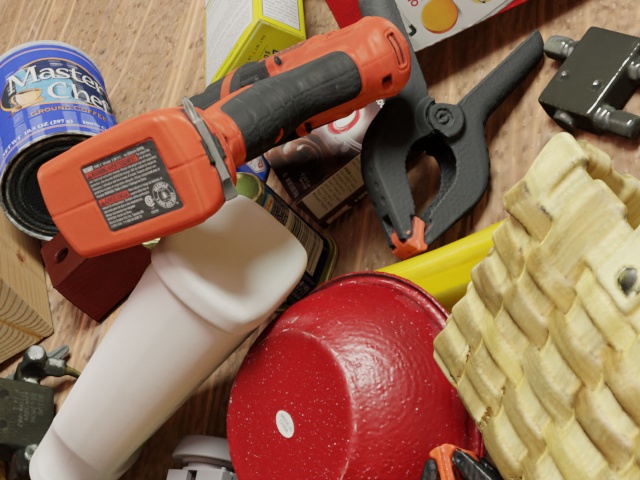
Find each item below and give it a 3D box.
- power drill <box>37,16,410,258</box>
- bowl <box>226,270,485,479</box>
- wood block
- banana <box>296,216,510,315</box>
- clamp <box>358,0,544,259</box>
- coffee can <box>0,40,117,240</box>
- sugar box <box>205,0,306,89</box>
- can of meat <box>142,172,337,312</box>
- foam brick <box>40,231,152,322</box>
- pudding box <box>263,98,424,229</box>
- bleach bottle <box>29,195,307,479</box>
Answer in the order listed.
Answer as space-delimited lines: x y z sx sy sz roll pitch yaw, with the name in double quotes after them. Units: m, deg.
-0.061 -0.057 0.579 0.185 0.057 0.187 -19 14 38 "power drill"
0.003 0.092 0.540 0.162 0.055 0.162 -11 75 44 "bowl"
-0.285 -0.002 0.853 0.090 0.090 0.206 -29 44 4 "wood block"
0.068 0.017 0.579 0.198 0.069 0.037 -27 58 40 "banana"
0.059 -0.076 0.635 0.039 0.120 0.171 119 173 -68 "clamp"
-0.212 -0.082 0.854 0.103 0.102 0.140 -38 43 10 "coffee can"
-0.053 -0.187 0.827 0.093 0.048 0.176 -49 31 41 "sugar box"
-0.054 0.001 0.677 0.102 0.083 0.057 0 59 38 "can of meat"
-0.156 0.009 0.778 0.078 0.051 0.053 -42 42 6 "foam brick"
0.008 -0.072 0.716 0.090 0.039 0.113 -39 43 7 "pudding box"
-0.109 0.087 0.619 0.251 0.068 0.102 -50 -4 30 "bleach bottle"
